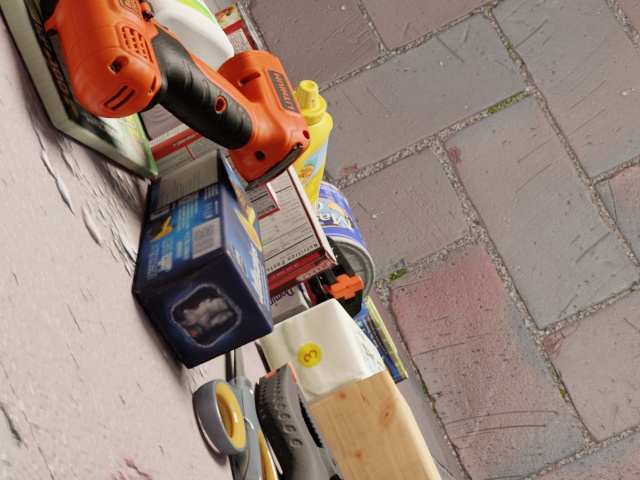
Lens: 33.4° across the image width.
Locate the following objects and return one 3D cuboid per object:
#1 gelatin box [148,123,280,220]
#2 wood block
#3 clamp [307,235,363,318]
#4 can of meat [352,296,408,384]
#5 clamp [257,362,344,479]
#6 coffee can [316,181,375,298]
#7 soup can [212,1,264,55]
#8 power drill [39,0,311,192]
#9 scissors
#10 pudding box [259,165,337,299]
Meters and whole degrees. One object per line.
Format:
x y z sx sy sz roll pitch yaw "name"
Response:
-0.081 -0.046 0.794 0.089 0.073 0.030 61 5 -25 "gelatin box"
0.058 0.218 0.807 0.206 0.090 0.090 66 5 34 "wood block"
0.008 0.039 0.974 0.120 0.039 0.171 64 -5 -20 "clamp"
0.035 0.120 1.138 0.102 0.084 0.057 63 5 -12 "can of meat"
-0.007 0.160 0.718 0.164 0.036 0.210 58 5 -50 "clamp"
-0.003 0.008 1.216 0.102 0.103 0.140 61 5 -32 "coffee can"
-0.109 -0.178 1.037 0.068 0.102 0.068 63 5 -9 "soup can"
-0.096 -0.122 0.675 0.187 0.057 0.184 27 34 -46 "power drill"
-0.058 0.089 0.672 0.096 0.016 0.202 61 5 -37 "scissors"
-0.049 -0.009 0.856 0.113 0.090 0.039 66 6 30 "pudding box"
